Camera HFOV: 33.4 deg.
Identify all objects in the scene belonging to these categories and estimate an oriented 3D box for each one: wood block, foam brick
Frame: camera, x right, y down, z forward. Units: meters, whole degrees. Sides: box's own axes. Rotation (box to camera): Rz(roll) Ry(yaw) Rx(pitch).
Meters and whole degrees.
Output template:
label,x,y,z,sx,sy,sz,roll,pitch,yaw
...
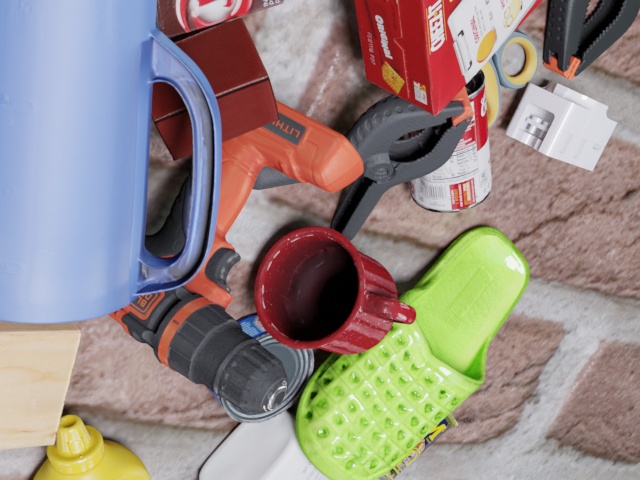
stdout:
label,x,y,z,sx,sy,sz,roll,pitch,yaw
wood block,-0.265,0.073,0.645,0.205,0.091,0.090,2,115,-37
foam brick,-0.073,-0.098,0.689,0.078,0.053,0.051,-21,154,-1

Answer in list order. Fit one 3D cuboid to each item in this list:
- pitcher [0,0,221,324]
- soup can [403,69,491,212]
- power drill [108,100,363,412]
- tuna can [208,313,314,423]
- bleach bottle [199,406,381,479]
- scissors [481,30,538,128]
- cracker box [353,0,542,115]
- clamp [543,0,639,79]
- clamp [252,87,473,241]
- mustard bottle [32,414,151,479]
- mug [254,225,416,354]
label,x,y,z,sx,sy,sz,roll,pitch,yaw
pitcher,-0.146,-0.082,0.613,0.148,0.145,0.243,-9,118,-41
soup can,0.098,-0.081,0.838,0.068,0.069,0.102,-27,129,-21
power drill,-0.055,0.001,0.708,0.187,0.185,0.057,-53,153,-10
tuna can,-0.050,0.102,0.860,0.086,0.034,0.086,-18,125,-28
bleach bottle,0.003,0.238,0.961,0.102,0.068,0.250,-47,135,-3
scissors,0.130,-0.179,0.839,0.096,0.016,0.202,-29,130,-22
cracker box,0.108,-0.217,0.716,0.213,0.072,0.164,-47,150,-21
clamp,0.254,-0.232,0.885,0.164,0.036,0.210,7,113,-38
clamp,0.042,-0.055,0.794,0.172,0.039,0.120,-23,147,19
mustard bottle,-0.173,0.210,0.815,0.096,0.058,0.192,-22,127,-24
mug,0.019,0.045,0.816,0.081,0.117,0.093,26,75,-59
